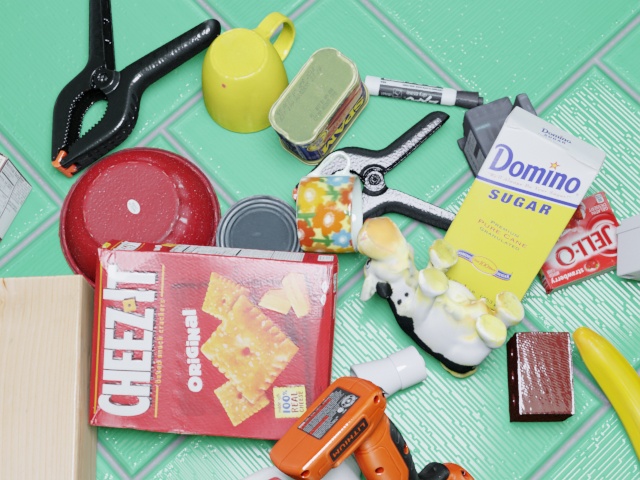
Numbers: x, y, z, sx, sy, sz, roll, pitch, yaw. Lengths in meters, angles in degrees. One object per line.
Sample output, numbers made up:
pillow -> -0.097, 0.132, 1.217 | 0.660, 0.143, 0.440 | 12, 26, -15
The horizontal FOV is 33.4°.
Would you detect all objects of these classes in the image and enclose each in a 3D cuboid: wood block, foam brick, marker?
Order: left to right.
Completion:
wood block -> -0.254, 0.143, 0.965 | 0.091, 0.090, 0.206 | -2, 73, 0
marker -> 0.104, -0.149, 1.079 | 0.121, 0.020, 0.020 | 9, 74, 4
foam brick -> 0.201, 0.125, 0.979 | 0.051, 0.053, 0.078 | 0, 73, 1

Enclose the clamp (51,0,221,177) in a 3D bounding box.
clamp -> -0.199, -0.157, 1.066 | 0.165, 0.036, 0.210 | 16, 76, 25

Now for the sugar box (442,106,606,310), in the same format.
sugar box -> 0.175, -0.023, 0.971 | 0.093, 0.176, 0.048 | 29, 35, 9

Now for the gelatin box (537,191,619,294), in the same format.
gelatin box -> 0.245, 0.002, 1.026 | 0.089, 0.030, 0.073 | -19, 74, -4

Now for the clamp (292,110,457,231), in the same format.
clamp -> 0.058, -0.067, 1.045 | 0.171, 0.039, 0.120 | 0, 75, 1

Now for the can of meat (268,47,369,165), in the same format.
can of meat -> -0.001, -0.130, 1.033 | 0.057, 0.084, 0.102 | 37, 89, 11

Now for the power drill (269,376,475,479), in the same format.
power drill -> 0.036, 0.222, 0.901 | 0.184, 0.057, 0.187 | -46, 121, -21

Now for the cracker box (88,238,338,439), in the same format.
cracker box -> -0.095, 0.089, 0.962 | 0.213, 0.072, 0.164 | 4, 95, 1

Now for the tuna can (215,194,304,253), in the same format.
tuna can -> -0.057, 0.001, 1.031 | 0.086, 0.034, 0.086 | 0, 74, 1

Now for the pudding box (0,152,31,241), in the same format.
pudding box -> -0.327, -0.026, 1.016 | 0.039, 0.090, 0.113 | 23, 76, 7

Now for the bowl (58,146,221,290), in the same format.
bowl -> -0.178, -0.024, 1.031 | 0.162, 0.055, 0.162 | 0, 74, 1
